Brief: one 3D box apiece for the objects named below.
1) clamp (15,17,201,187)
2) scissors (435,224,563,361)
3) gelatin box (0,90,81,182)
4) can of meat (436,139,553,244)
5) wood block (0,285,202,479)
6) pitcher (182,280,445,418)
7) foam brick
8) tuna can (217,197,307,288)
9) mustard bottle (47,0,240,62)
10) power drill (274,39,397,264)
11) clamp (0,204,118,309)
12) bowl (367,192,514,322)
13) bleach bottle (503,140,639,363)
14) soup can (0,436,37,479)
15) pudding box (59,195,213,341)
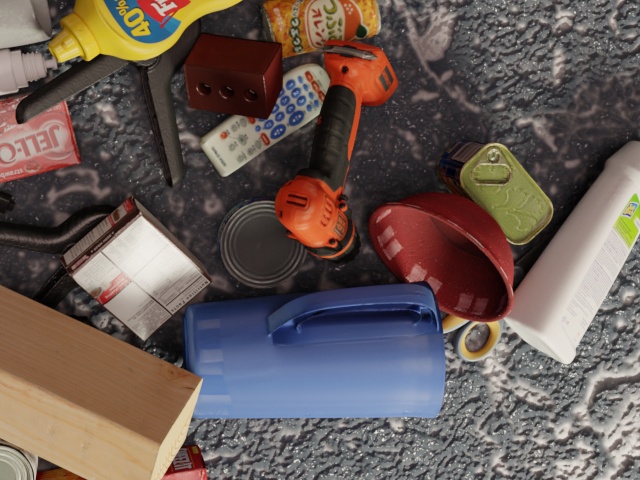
[{"bbox_3d":[-0.159,-0.161,0.974,0.164,0.036,0.210,31,85,-29],"label":"clamp"},{"bbox_3d":[0.201,0.055,1.110,0.201,0.016,0.096,-26,106,-7],"label":"scissors"},{"bbox_3d":[-0.270,-0.096,0.971,0.089,0.030,0.073,-14,103,-9],"label":"gelatin box"},{"bbox_3d":[0.168,-0.051,1.047,0.057,0.084,0.102,-44,106,-2],"label":"can of meat"},{"bbox_3d":[-0.221,0.135,0.940,0.206,0.090,0.090,24,128,6],"label":"wood block"},{"bbox_3d":[-0.007,0.103,1.011,0.242,0.145,0.149,-2,102,-9],"label":"pitcher"},{"bbox_3d":[-0.077,-0.149,0.970,0.078,0.051,0.053,9,137,12],"label":"foam brick"},{"bbox_3d":[-0.057,0.001,1.034,0.086,0.034,0.086,-2,101,-12],"label":"tuna can"},{"bbox_3d":[-0.150,-0.211,0.918,0.191,0.058,0.096,-37,105,-15],"label":"mustard bottle"},{"bbox_3d":[0.021,-0.077,0.990,0.057,0.184,0.187,12,81,15],"label":"power drill"},{"bbox_3d":[-0.236,0.006,0.990,0.171,0.039,0.120,-29,124,-9],"label":"clamp"},{"bbox_3d":[0.126,0.005,1.025,0.162,0.162,0.055,47,64,-16],"label":"bowl"},{"bbox_3d":[0.285,-0.002,1.087,0.251,0.068,0.102,-56,143,-5],"label":"bleach bottle"},{"bbox_3d":[-0.296,0.201,0.984,0.068,0.102,0.068,-2,101,-12],"label":"soup can"},{"bbox_3d":[-0.168,0.028,0.984,0.090,0.039,0.113,-41,129,0],"label":"pudding box"}]
